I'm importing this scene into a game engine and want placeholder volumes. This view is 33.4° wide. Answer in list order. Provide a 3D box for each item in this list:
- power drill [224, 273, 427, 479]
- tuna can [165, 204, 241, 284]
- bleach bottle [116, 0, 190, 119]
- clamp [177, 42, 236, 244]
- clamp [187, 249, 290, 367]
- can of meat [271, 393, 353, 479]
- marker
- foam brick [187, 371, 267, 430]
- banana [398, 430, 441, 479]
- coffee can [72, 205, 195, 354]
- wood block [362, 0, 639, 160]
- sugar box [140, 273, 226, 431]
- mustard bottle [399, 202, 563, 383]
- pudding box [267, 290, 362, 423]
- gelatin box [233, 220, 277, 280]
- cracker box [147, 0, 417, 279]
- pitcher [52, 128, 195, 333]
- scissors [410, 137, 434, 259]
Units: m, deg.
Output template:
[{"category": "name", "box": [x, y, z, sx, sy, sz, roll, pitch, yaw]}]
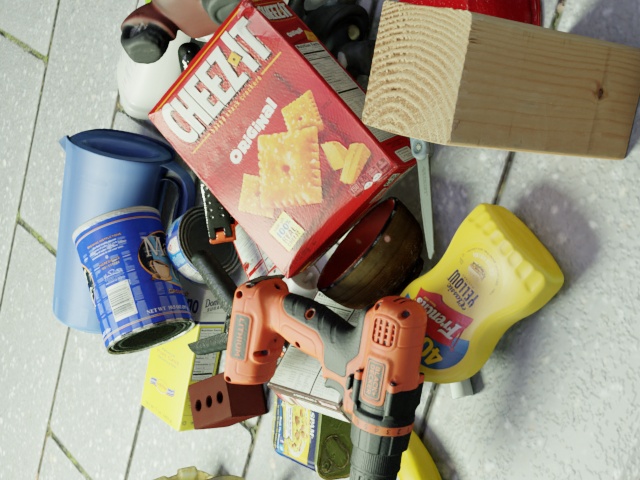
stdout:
[{"category": "power drill", "box": [0.003, 0.119, 0.933, 0.188, 0.057, 0.184, 18, 106, 34]}, {"category": "tuna can", "box": [-0.131, 0.005, 1.201, 0.034, 0.085, 0.086, -30, 67, 47]}, {"category": "bleach bottle", "box": [-0.177, -0.258, 1.229, 0.251, 0.068, 0.102, 120, 141, -48]}, {"category": "clamp", "box": [-0.119, -0.102, 1.176, 0.164, 0.036, 0.210, -13, -86, -87]}, {"category": "clamp", "box": [-0.083, 0.078, 1.112, 0.172, 0.039, 0.120, 11, 115, 42]}, {"category": "can of meat", "box": [-0.004, 0.179, 1.073, 0.084, 0.057, 0.102, 11, 97, 51]}, {"category": "marker", "box": [0.117, 0.082, 0.963, 0.020, 0.020, 0.121, -24, 71, 47]}, {"category": "foam brick", "box": [-0.105, 0.178, 1.194, 0.078, 0.051, 0.053, -28, 68, 46]}, {"category": "banana", "box": [0.092, 0.255, 0.974, 0.070, 0.037, 0.198, -19, 75, 47]}, {"category": "coffee can", "box": [-0.211, 0.045, 1.205, 0.103, 0.102, 0.140, -35, 69, 43]}, {"category": "wood block", "box": [0.141, -0.115, 0.795, 0.090, 0.205, 0.091, 22, 106, 47]}, {"category": "sugar box", "box": [-0.161, 0.127, 1.265, 0.093, 0.048, 0.176, 22, 107, 47]}, {"category": "mustard bottle", "box": [0.113, 0.065, 0.916, 0.192, 0.058, 0.096, -51, 58, 24]}, {"category": "pudding box", "box": [0.015, 0.108, 1.015, 0.090, 0.039, 0.113, 11, 61, 37]}, {"category": "gelatin box", "box": [-0.058, 0.002, 1.159, 0.073, 0.030, 0.089, -47, 55, 36]}, {"category": "cracker box", "box": [-0.037, -0.097, 1.001, 0.214, 0.072, 0.164, 49, 117, 6]}, {"category": "pitcher", "box": [-0.256, -0.008, 1.327, 0.149, 0.144, 0.243, 41, 124, 55]}, {"category": "scissors", "box": [0.098, -0.094, 0.906, 0.096, 0.016, 0.202, -31, 67, 45]}]
